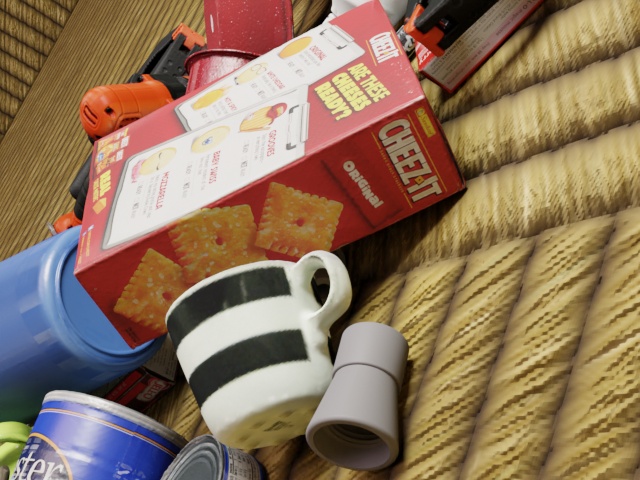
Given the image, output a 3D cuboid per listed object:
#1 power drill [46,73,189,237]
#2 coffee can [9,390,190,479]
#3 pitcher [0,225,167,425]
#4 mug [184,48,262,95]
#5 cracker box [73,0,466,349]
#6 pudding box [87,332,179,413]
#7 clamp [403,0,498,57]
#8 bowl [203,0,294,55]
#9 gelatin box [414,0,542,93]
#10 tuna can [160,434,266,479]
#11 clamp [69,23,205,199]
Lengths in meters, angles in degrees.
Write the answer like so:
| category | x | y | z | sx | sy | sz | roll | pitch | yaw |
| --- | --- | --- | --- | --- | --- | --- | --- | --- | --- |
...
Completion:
| category | x | y | z | sx | sy | sz | roll | pitch | yaw |
| --- | --- | --- | --- | --- | --- | --- | --- | --- | --- |
| power drill | -0.157 | -0.067 | 0.969 | 0.057 | 0.184 | 0.188 | 45 | 125 | 26 |
| coffee can | -0.151 | 0.178 | 0.664 | 0.103 | 0.102 | 0.140 | -23 | 42 | 56 |
| pitcher | -0.220 | 0.064 | 0.822 | 0.243 | 0.144 | 0.149 | -24 | 81 | 42 |
| mug | -0.063 | -0.081 | 0.796 | 0.117 | 0.093 | 0.081 | 111 | 169 | -75 |
| cracker box | -0.035 | -0.045 | 0.643 | 0.214 | 0.072 | 0.164 | -25 | 31 | 8 |
| pudding box | -0.145 | 0.086 | 0.853 | 0.090 | 0.039 | 0.113 | -40 | 32 | 34 |
| clamp | 0.096 | -0.188 | 0.612 | 0.171 | 0.039 | 0.120 | -53 | 23 | 4 |
| bowl | -0.064 | -0.182 | 0.888 | 0.162 | 0.055 | 0.162 | 174 | 90 | -78 |
| gelatin box | 0.095 | -0.144 | 0.649 | 0.089 | 0.030 | 0.073 | -46 | 26 | 30 |
| tuna can | -0.067 | 0.156 | 0.606 | 0.086 | 0.033 | 0.086 | -46 | 26 | 29 |
| clamp | -0.181 | -0.151 | 1.080 | 0.210 | 0.036 | 0.164 | -44 | 27 | 35 |
